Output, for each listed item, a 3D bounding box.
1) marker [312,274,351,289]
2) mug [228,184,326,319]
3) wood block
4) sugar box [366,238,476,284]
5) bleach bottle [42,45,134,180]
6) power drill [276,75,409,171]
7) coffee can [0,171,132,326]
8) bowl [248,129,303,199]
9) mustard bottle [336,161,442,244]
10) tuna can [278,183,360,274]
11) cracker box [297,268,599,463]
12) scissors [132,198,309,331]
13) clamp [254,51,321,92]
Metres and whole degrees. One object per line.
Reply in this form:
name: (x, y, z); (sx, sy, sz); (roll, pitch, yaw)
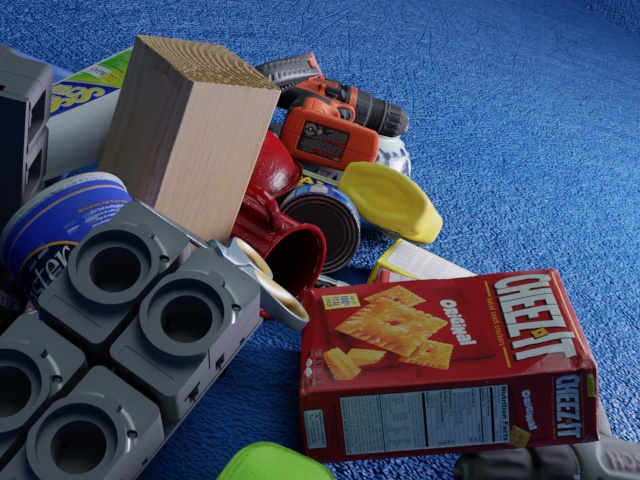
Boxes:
marker: (-0.004, 0.040, 1.011); (0.121, 0.020, 0.020); (19, 24, -6)
mug: (-0.056, 0.001, 0.940); (0.082, 0.117, 0.093); (32, 52, 33)
wood block: (-0.122, -0.053, 0.876); (0.090, 0.206, 0.090); (-3, 33, -43)
sugar box: (0.137, 0.063, 1.049); (0.176, 0.048, 0.093); (29, 23, 9)
bleach bottle: (-0.222, -0.090, 0.897); (0.250, 0.068, 0.103); (-30, 38, -26)
power drill: (0.021, -0.135, 1.217); (0.184, 0.057, 0.187); (14, 21, -8)
coffee can: (-0.147, 0.037, 0.751); (0.102, 0.103, 0.140); (-11, 57, -51)
bowl: (-0.100, -0.081, 1.060); (0.162, 0.055, 0.162); (-7, 25, 3)
mustard bottle: (0.081, -0.032, 1.136); (0.096, 0.058, 0.191); (26, -1, 15)
tuna can: (-0.004, -0.012, 1.038); (0.086, 0.086, 0.033); (20, 23, -3)
cracker box: (0.091, 0.090, 0.823); (0.214, 0.072, 0.164); (-6, 24, 4)
scissors: (-0.077, 0.003, 0.774); (0.201, 0.016, 0.096); (42, 8, -39)
clamp: (-0.094, -0.151, 1.109); (0.209, 0.036, 0.165); (-24, 0, -11)
